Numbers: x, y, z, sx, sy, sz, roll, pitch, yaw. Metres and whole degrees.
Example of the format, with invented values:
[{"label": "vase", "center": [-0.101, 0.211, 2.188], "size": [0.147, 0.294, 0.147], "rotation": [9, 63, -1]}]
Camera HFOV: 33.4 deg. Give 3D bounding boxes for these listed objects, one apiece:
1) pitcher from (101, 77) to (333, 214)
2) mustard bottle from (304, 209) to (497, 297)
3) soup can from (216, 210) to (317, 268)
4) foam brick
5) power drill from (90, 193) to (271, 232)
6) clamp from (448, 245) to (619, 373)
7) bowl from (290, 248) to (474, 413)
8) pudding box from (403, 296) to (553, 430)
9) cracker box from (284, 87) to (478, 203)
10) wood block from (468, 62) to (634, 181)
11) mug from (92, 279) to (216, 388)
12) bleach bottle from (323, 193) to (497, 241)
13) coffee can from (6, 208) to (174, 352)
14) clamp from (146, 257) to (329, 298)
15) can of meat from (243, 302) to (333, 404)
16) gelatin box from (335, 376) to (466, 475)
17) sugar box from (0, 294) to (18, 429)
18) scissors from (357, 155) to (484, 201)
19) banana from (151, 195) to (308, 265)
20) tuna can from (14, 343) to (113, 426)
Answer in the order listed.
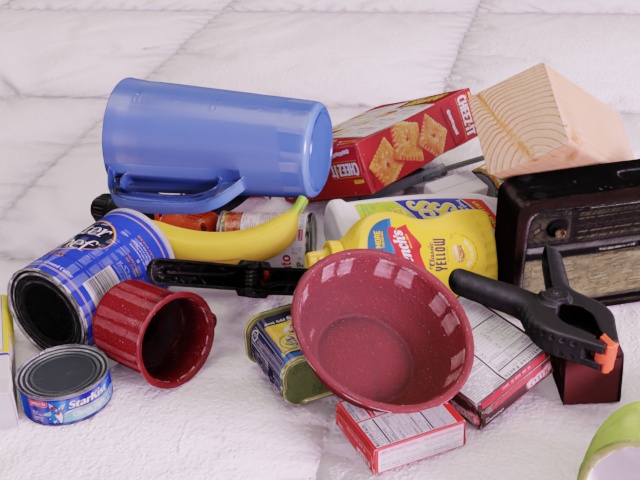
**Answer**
[{"label": "pitcher", "center": [-0.117, -0.102, 1.201], "size": [0.243, 0.149, 0.145], "rotation": [6, 6, 15]}, {"label": "mustard bottle", "center": [0.079, 0.019, 1.066], "size": [0.191, 0.096, 0.058], "rotation": [-1, -9, -15]}, {"label": "soup can", "center": [-0.058, 0.001, 1.169], "size": [0.102, 0.068, 0.068], "rotation": [1, 29, 8]}, {"label": "foam brick", "center": [0.236, 0.103, 0.957], "size": [0.051, 0.053, 0.078], "rotation": [-3, 28, 2]}, {"label": "power drill", "center": [-0.161, -0.052, 1.297], "size": [0.185, 0.057, 0.187], "rotation": [14, 35, 28]}, {"label": "clamp", "center": [0.210, 0.056, 0.951], "size": [0.120, 0.039, 0.172], "rotation": [-24, 41, -27]}, {"label": "bowl", "center": [0.046, 0.086, 0.904], "size": [0.162, 0.055, 0.162], "rotation": [10, 51, -13]}, {"label": "pudding box", "center": [0.136, 0.105, 0.955], "size": [0.090, 0.039, 0.114], "rotation": [-34, 44, -20]}, {"label": "cracker box", "center": [0.070, -0.116, 1.326], "size": [0.213, 0.072, 0.164], "rotation": [-29, 16, -38]}, {"label": "wood block", "center": [0.252, -0.104, 1.129], "size": [0.090, 0.091, 0.205], "rotation": [-23, -21, 31]}, {"label": "mug", "center": [-0.153, 0.082, 1.017], "size": [0.082, 0.093, 0.117], "rotation": [16, 22, 41]}, {"label": "bleach bottle", "center": [0.137, -0.013, 1.160], "size": [0.250, 0.068, 0.102], "rotation": [-10, 54, -15]}, {"label": "coffee can", "center": [-0.229, 0.042, 1.079], "size": [0.103, 0.103, 0.140], "rotation": [13, 33, 29]}, {"label": "clamp", "center": [-0.075, 0.037, 1.031], "size": [0.164, 0.036, 0.210], "rotation": [5, -3, -1]}, {"label": "can of meat", "center": [-0.008, 0.101, 0.990], "size": [0.102, 0.057, 0.084], "rotation": [-15, 32, -21]}, {"label": "gelatin box", "center": [0.067, 0.156, 0.906], "size": [0.089, 0.030, 0.073], "rotation": [-15, 31, -20]}, {"label": "sugar box", "center": [-0.338, 0.118, 1.014], "size": [0.093, 0.048, 0.176], "rotation": [-10, 33, -11]}, {"label": "scissors", "center": [0.139, -0.085, 1.284], "size": [0.202, 0.016, 0.096], "rotation": [-18, 10, 23]}, {"label": "banana", "center": [-0.108, -0.002, 1.124], "size": [0.198, 0.037, 0.069], "rotation": [-6, 50, 4]}, {"label": "tuna can", "center": [-0.235, 0.133, 0.984], "size": [0.086, 0.034, 0.086], "rotation": [-3, 28, 2]}]
